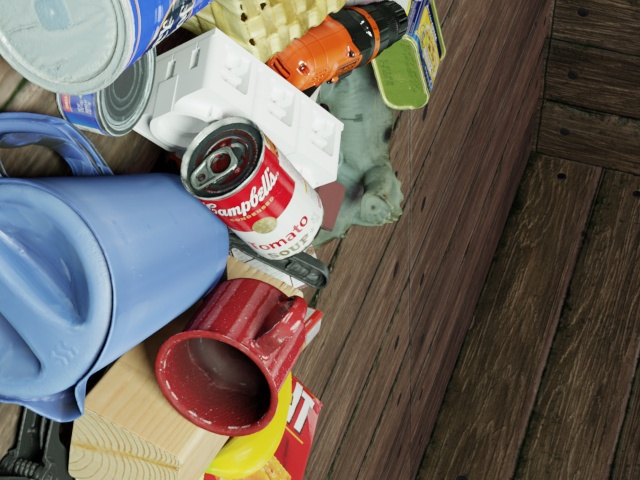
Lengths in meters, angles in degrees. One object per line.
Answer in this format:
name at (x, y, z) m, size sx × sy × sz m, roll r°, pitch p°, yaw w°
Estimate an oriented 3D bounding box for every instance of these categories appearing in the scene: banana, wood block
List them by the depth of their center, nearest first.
wood block at (-0.104, 0.111, 0.859) m, size 0.205 × 0.091 × 0.090 m, roll -52°, pitch 164°, yaw -47°
banana at (-0.057, 0.141, 0.936) m, size 0.069 × 0.037 × 0.197 m, roll 46°, pitch 34°, yaw -19°

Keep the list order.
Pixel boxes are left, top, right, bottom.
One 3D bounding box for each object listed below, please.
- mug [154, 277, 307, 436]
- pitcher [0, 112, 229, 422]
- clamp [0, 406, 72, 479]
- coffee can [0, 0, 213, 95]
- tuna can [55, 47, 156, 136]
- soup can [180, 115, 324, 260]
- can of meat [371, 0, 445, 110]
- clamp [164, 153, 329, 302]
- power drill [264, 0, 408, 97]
mug at (-0.053, 0.074, 0.765) m, size 0.117 × 0.093 × 0.081 m, roll -38°, pitch -168°, yaw 36°
pitcher at (-0.152, 0.005, 0.719) m, size 0.149 × 0.145 × 0.242 m, roll -66°, pitch 170°, yaw 13°
clamp at (-0.213, 0.162, 0.789) m, size 0.210 × 0.036 × 0.164 m, roll 90°, pitch 19°, yaw -48°
coffee can at (-0.129, -0.165, 0.659) m, size 0.140 × 0.103 × 0.103 m, roll -55°, pitch 155°, yaw -51°
tuna can at (-0.150, -0.117, 0.756) m, size 0.086 × 0.034 × 0.086 m, roll 15°, pitch 90°, yaw -74°
soup can at (-0.048, -0.036, 0.788) m, size 0.102 × 0.069 × 0.068 m, roll 46°, pitch 58°, yaw -51°
can of meat at (0.090, -0.199, 1.112) m, size 0.102 × 0.057 × 0.084 m, roll 69°, pitch 30°, yaw -43°
clamp at (-0.086, 0.000, 0.882) m, size 0.120 × 0.171 × 0.039 m, roll -28°, pitch 154°, yaw -45°
power drill at (-0.016, -0.137, 0.964) m, size 0.184 × 0.057 × 0.188 m, roll -31°, pitch 168°, yaw -47°
